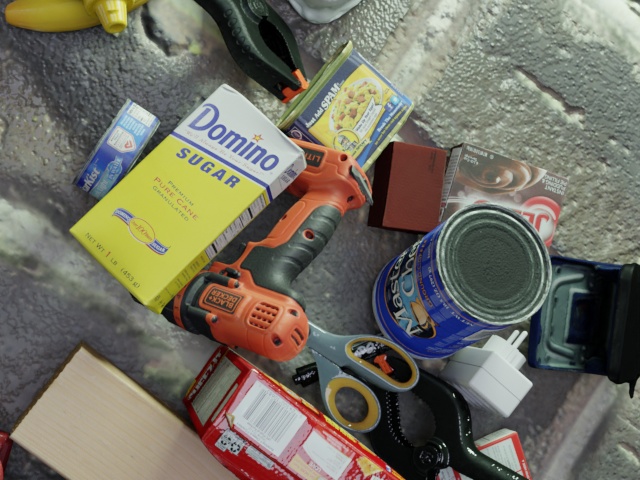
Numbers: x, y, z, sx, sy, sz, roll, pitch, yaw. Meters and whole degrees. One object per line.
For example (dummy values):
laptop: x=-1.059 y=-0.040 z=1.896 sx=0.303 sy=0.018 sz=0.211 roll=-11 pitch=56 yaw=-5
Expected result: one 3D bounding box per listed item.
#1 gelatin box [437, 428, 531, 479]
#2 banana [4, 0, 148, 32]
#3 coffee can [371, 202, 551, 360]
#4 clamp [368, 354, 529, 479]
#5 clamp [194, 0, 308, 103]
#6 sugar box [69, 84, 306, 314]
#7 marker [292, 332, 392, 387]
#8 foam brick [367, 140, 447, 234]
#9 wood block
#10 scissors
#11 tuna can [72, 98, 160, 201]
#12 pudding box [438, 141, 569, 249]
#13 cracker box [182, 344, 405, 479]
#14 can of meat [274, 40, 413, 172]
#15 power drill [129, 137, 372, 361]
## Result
gelatin box: x=0.147 y=0.222 z=0.976 sx=0.089 sy=0.030 sz=0.073 roll=-19 pitch=93 yaw=-12
banana: x=-0.176 y=-0.229 z=0.923 sx=0.197 sy=0.037 sz=0.070 roll=-40 pitch=77 yaw=-12
coffee can: x=0.116 y=0.038 z=0.908 sx=0.102 sy=0.140 sz=0.103 roll=6 pitch=71 yaw=-17
clamp: x=0.094 y=0.198 z=0.926 sx=0.165 sy=0.036 sz=0.210 roll=-40 pitch=65 yaw=13
clamp: x=-0.065 y=-0.202 z=0.923 sx=0.171 sy=0.039 sz=0.120 roll=53 pitch=42 yaw=-16
sugar box: x=-0.104 y=-0.035 z=0.859 sx=0.093 sy=0.048 sz=0.176 roll=42 pitch=83 yaw=13
marker: x=0.031 y=0.103 z=0.961 sx=0.121 sy=0.020 sz=0.020 roll=-22 pitch=93 yaw=-12
foam brick: x=0.078 y=-0.046 z=0.960 sx=0.053 sy=0.051 sz=0.078 roll=9 pitch=86 yaw=-13
wood block: x=-0.144 y=0.182 z=0.885 sx=0.206 sy=0.090 sz=0.091 roll=39 pitch=81 yaw=-9
scissors: x=-0.014 y=0.100 z=0.934 sx=0.202 sy=0.016 sz=0.096 roll=20 pitch=89 yaw=6
tuna can: x=-0.170 y=-0.074 z=0.891 sx=0.033 sy=0.086 sz=0.086 roll=34 pitch=82 yaw=-11
pudding box: x=0.163 y=-0.030 z=0.984 sx=0.113 sy=0.039 sz=0.090 roll=18 pitch=85 yaw=-11
cracker box: x=-0.023 y=0.164 z=0.848 sx=0.164 sy=0.214 sz=0.072 roll=38 pitch=82 yaw=-8
can of meat: x=0.022 y=-0.111 z=0.948 sx=0.084 sy=0.057 sz=0.102 roll=40 pitch=81 yaw=-10
power drill: x=-0.056 y=0.001 z=0.898 sx=0.185 sy=0.057 sz=0.187 roll=18 pitch=67 yaw=33
